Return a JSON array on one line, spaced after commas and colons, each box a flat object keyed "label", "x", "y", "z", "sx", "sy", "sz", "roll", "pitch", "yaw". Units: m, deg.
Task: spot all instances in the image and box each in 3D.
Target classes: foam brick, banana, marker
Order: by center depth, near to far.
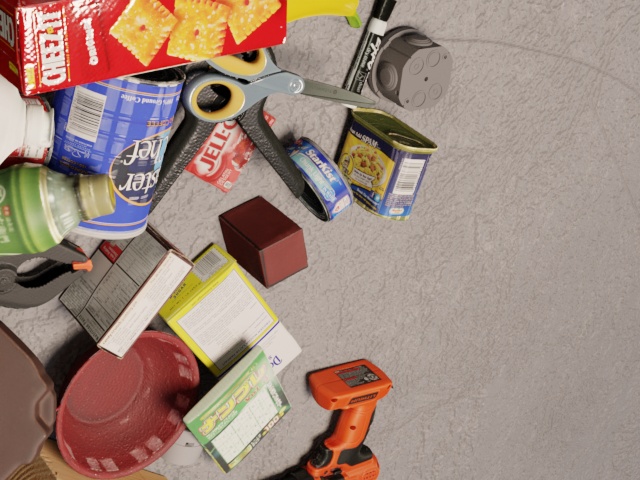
[{"label": "banana", "x": -0.034, "y": -0.206, "z": 0.986, "sx": 0.197, "sy": 0.037, "sz": 0.070, "roll": -20, "pitch": 128, "yaw": -29}, {"label": "foam brick", "x": -0.057, "y": 0.001, "z": 1.074, "sx": 0.051, "sy": 0.078, "sz": 0.053, "roll": -29, "pitch": 134, "yaw": -23}, {"label": "marker", "x": 0.048, "y": -0.192, "z": 1.076, "sx": 0.020, "sy": 0.020, "sz": 0.121, "roll": 5, "pitch": 113, "yaw": -41}]

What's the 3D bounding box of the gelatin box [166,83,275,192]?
[{"label": "gelatin box", "x": -0.095, "y": -0.098, "z": 1.011, "sx": 0.073, "sy": 0.030, "sz": 0.089, "roll": 30, "pitch": 96, "yaw": -46}]

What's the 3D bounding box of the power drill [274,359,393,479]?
[{"label": "power drill", "x": 0.008, "y": 0.244, "z": 1.301, "sx": 0.184, "sy": 0.057, "sz": 0.188, "roll": -11, "pitch": 126, "yaw": -38}]

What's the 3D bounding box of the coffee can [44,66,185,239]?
[{"label": "coffee can", "x": -0.181, "y": -0.085, "z": 0.897, "sx": 0.102, "sy": 0.103, "sz": 0.140, "roll": 1, "pitch": 116, "yaw": -40}]

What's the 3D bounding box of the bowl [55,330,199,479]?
[{"label": "bowl", "x": -0.201, "y": 0.154, "z": 1.063, "sx": 0.161, "sy": 0.055, "sz": 0.162, "roll": -21, "pitch": 123, "yaw": -35}]

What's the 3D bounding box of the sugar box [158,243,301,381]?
[{"label": "sugar box", "x": -0.096, "y": 0.092, "z": 1.125, "sx": 0.093, "sy": 0.048, "sz": 0.176, "roll": -42, "pitch": 139, "yaw": -10}]

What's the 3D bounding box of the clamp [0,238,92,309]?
[{"label": "clamp", "x": -0.287, "y": 0.020, "z": 0.927, "sx": 0.171, "sy": 0.039, "sz": 0.120, "roll": -19, "pitch": 133, "yaw": -26}]

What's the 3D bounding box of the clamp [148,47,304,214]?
[{"label": "clamp", "x": -0.077, "y": -0.118, "z": 0.961, "sx": 0.164, "sy": 0.036, "sz": 0.210, "roll": -2, "pitch": 117, "yaw": -27}]

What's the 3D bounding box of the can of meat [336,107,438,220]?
[{"label": "can of meat", "x": 0.063, "y": -0.079, "z": 1.104, "sx": 0.057, "sy": 0.102, "sz": 0.084, "roll": -1, "pitch": 119, "yaw": -39}]

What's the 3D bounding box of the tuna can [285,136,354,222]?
[{"label": "tuna can", "x": -0.006, "y": -0.060, "z": 1.070, "sx": 0.033, "sy": 0.086, "sz": 0.086, "roll": -39, "pitch": 135, "yaw": -12}]

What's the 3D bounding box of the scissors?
[{"label": "scissors", "x": -0.041, "y": -0.125, "z": 0.946, "sx": 0.201, "sy": 0.016, "sz": 0.096, "roll": 27, "pitch": 98, "yaw": -40}]

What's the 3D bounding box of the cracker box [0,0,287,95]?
[{"label": "cracker box", "x": -0.156, "y": -0.186, "z": 0.809, "sx": 0.213, "sy": 0.164, "sz": 0.072, "roll": -17, "pitch": 125, "yaw": -31}]

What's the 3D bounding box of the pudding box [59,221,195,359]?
[{"label": "pudding box", "x": -0.180, "y": 0.040, "z": 0.988, "sx": 0.113, "sy": 0.090, "sz": 0.039, "roll": -53, "pitch": 136, "yaw": 1}]
